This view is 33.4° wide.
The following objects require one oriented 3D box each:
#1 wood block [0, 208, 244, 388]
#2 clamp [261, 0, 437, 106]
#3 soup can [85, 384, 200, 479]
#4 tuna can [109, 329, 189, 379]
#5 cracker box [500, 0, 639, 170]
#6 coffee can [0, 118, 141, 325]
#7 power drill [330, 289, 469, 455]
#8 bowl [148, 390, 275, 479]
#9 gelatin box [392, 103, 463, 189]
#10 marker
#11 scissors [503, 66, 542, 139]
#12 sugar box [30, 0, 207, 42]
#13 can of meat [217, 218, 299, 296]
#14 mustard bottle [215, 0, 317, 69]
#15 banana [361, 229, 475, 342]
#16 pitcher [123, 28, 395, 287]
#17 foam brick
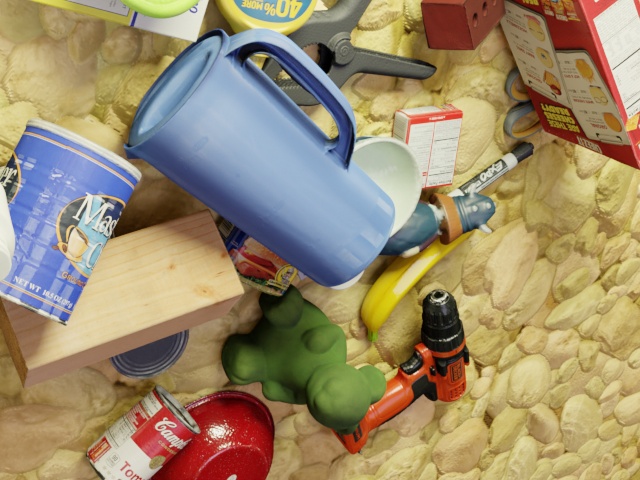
[{"bbox_3d":[-0.189,0.053,0.988,0.205,0.090,0.091,-19,168,-22],"label":"wood block"},{"bbox_3d":[0.017,-0.199,1.030,0.209,0.036,0.164,-24,126,-19],"label":"clamp"},{"bbox_3d":[-0.186,0.210,1.114,0.102,0.069,0.068,-43,130,-4],"label":"soup can"},{"bbox_3d":[-0.178,0.094,1.075,0.086,0.034,0.086,-15,123,-25],"label":"tuna can"},{"bbox_3d":[0.269,-0.193,1.095,0.072,0.164,0.213,-37,122,-9],"label":"cracker box"},{"bbox_3d":[-0.224,-0.015,0.875,0.102,0.103,0.140,32,78,-40],"label":"coffee can"},{"bbox_3d":[0.091,0.157,1.255,0.187,0.057,0.184,-28,134,-15],"label":"power drill"},{"bbox_3d":[-0.112,0.250,1.192,0.161,0.055,0.162,-15,123,-25],"label":"bowl"},{"bbox_3d":[0.112,-0.099,1.151,0.073,0.030,0.089,-10,121,-29],"label":"gelatin box"},{"bbox_3d":[0.196,-0.077,1.224,0.121,0.020,0.020,-35,129,-11],"label":"marker"},{"bbox_3d":[0.283,-0.194,1.214,0.201,0.016,0.096,-39,130,-8],"label":"scissors"},{"bbox_3d":[-0.174,-0.231,0.886,0.175,0.048,0.093,8,108,-38],"label":"sugar box"},{"bbox_3d":[-0.057,0.001,1.085,0.102,0.057,0.084,27,103,-39],"label":"can of meat"},{"bbox_3d":[-0.045,-0.241,0.950,0.096,0.058,0.192,4,114,-22],"label":"mustard bottle"},{"bbox_3d":[0.108,0.032,1.222,0.198,0.037,0.069,-47,160,3],"label":"banana"},{"bbox_3d":[-0.040,-0.071,0.959,0.242,0.149,0.145,39,76,-25],"label":"pitcher"},{"bbox_3d":[0.142,-0.231,1.062,0.078,0.051,0.053,-50,137,-36],"label":"foam brick"}]
